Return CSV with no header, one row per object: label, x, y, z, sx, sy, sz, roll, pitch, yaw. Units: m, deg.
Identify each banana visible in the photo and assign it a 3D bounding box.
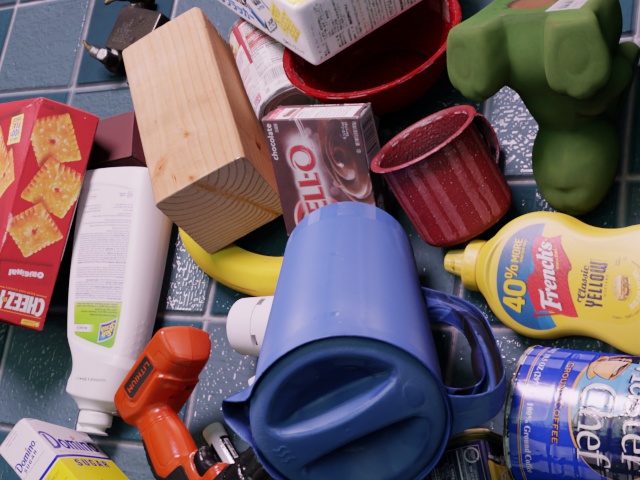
banana,-0.061,0.017,0.968,0.198,0.037,0.069,10,59,32

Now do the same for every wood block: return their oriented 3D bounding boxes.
wood block,-0.109,-0.105,0.985,0.090,0.090,0.206,-28,50,11

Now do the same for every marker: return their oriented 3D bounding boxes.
marker,-0.065,0.206,0.904,0.020,0.020,0.121,-43,56,10

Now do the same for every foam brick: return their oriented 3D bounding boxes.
foam brick,-0.205,-0.091,1.084,0.078,0.051,0.053,-11,65,27

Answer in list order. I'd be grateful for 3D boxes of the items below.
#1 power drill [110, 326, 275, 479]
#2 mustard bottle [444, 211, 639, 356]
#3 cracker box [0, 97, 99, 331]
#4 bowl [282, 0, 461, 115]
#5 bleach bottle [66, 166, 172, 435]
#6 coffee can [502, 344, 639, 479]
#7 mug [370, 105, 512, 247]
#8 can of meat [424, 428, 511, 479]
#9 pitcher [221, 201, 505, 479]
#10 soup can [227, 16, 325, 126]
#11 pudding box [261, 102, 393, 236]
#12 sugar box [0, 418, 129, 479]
power drill,-0.096,0.161,0.844,0.185,0.057,0.188,-52,44,29
mustard bottle,0.181,0.028,0.799,0.192,0.058,0.096,8,94,34
cracker box,-0.305,-0.030,1.063,0.164,0.072,0.213,8,82,57
bowl,0.051,-0.160,0.936,0.162,0.055,0.162,-14,44,14
bleach bottle,-0.202,0.058,1.019,0.103,0.068,0.251,-2,73,32
coffee can,0.208,0.128,0.719,0.141,0.102,0.103,3,73,32
mug,0.106,-0.056,0.855,0.093,0.081,0.117,-11,28,49
can of meat,0.113,0.186,0.755,0.058,0.102,0.084,-20,64,22
pitcher,0.031,0.066,0.782,0.145,0.149,0.242,-46,17,21
soup can,-0.041,-0.160,1.001,0.069,0.068,0.102,-32,59,17
pudding box,0.008,-0.057,0.895,0.090,0.039,0.113,1,116,26
sugar box,-0.197,0.225,0.931,0.176,0.093,0.048,38,92,35
